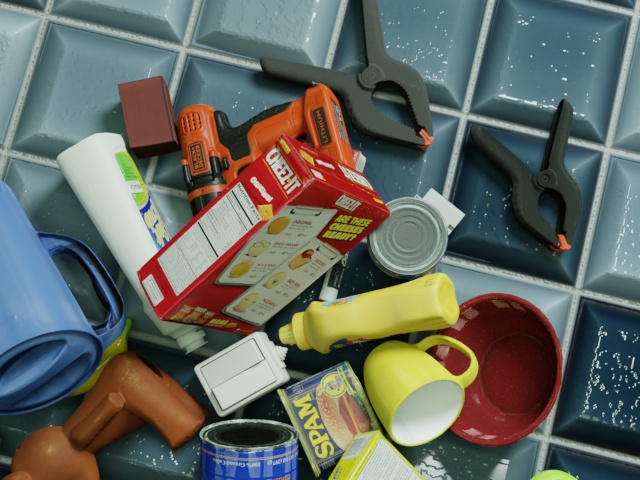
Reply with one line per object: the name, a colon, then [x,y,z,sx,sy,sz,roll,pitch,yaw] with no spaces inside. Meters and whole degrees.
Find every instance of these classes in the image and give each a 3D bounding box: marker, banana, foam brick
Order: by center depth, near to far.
banana: [-0.295,0.141,1.168,0.197,0.037,0.069,-13,64,-3]
marker: [0.024,0.010,1.191,0.020,0.020,0.121,16,82,3]
foam brick: [-0.192,-0.137,1.199,0.051,0.053,0.078,-12,81,-2]

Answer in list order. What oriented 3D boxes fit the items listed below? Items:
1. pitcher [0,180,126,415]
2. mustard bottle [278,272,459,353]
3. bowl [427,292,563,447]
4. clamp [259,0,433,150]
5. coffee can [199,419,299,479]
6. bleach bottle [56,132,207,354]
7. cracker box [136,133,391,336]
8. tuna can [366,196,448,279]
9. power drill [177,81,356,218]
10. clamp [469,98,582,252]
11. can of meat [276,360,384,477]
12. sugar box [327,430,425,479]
pitcher: [-0.321,0.046,1.109,0.145,0.149,0.243,-46,58,20]
mustard bottle: [0.046,0.082,1.136,0.192,0.096,0.058,-14,86,18]
bowl: [0.194,0.139,1.131,0.162,0.055,0.162,-12,71,37]
clamp: [0.045,-0.179,1.211,0.164,0.036,0.210,-35,83,-5]
coffee can: [-0.074,0.265,1.096,0.103,0.103,0.140,1,97,0]
bleach bottle: [-0.193,0.006,1.164,0.068,0.102,0.251,-29,89,8]
cracker box: [-0.057,0.001,1.084,0.214,0.164,0.072,-42,62,17]
tuna can: [0.092,-0.003,1.133,0.086,0.034,0.086,0,83,2]
power drill: [-0.060,-0.081,1.165,0.188,0.057,0.184,-16,77,12]
clamp: [0.235,-0.069,1.192,0.120,0.039,0.171,-8,82,1]
can of meat: [0.011,0.190,1.147,0.084,0.057,0.102,-24,83,-6]
sugar box: [0.084,0.288,1.093,0.176,0.048,0.093,50,51,-14]
